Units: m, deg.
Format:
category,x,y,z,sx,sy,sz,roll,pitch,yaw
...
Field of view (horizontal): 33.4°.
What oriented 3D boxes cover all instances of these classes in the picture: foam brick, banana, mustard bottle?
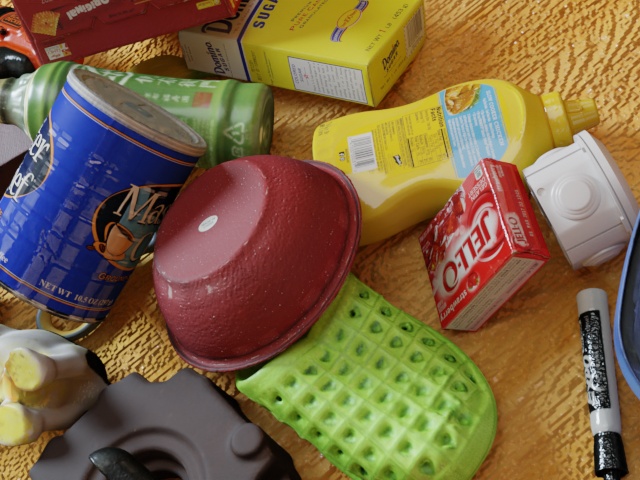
category,x,y,z,sx,sy,sz,roll,pitch,yaw
foam brick,-0.247,-0.066,0.868,0.078,0.053,0.051,-28,54,2
banana,-0.161,-0.083,0.854,0.070,0.037,0.197,24,71,32
mustard bottle,0.093,-0.061,0.727,0.192,0.058,0.096,-16,52,12

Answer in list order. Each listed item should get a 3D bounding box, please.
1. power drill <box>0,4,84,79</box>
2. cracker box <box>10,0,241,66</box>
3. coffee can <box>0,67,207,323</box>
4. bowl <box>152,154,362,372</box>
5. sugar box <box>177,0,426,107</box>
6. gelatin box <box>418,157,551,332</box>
category,x,y,z,sx,sy,sz,roll,pitch,yaw
power drill,-0.321,-0.144,0.912,0.185,0.057,0.187,23,51,40
cracker box,-0.137,-0.233,0.870,0.164,0.072,0.213,-13,32,16
coffee can,-0.155,-0.030,0.721,0.103,0.102,0.140,39,103,35
bowl,-0.054,0.001,0.683,0.162,0.055,0.162,-24,45,26
sugar box,-0.015,-0.161,0.830,0.176,0.048,0.093,17,51,26
gelatin box,0.099,0.004,0.669,0.030,0.089,0.073,7,52,-25
